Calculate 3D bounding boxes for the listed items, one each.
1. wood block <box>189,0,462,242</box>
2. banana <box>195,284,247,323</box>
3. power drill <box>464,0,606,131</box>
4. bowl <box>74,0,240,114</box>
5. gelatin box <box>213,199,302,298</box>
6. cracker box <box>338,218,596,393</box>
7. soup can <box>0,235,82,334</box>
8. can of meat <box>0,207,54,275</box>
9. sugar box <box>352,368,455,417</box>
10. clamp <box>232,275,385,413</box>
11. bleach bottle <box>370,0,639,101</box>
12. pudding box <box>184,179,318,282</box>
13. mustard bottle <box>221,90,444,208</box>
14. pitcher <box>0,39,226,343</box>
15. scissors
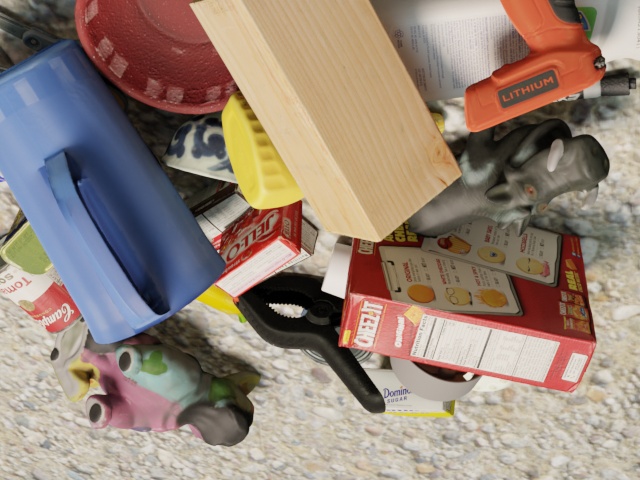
[{"bbox_3d":[0.005,-0.112,0.789,0.206,0.090,0.090,58,160,-20],"label":"wood block"},{"bbox_3d":[-0.158,0.041,1.127,0.197,0.037,0.070,23,136,-13],"label":"banana"},{"bbox_3d":[0.108,-0.176,0.755,0.185,0.057,0.187,-19,98,21],"label":"power drill"},{"bbox_3d":[-0.113,-0.181,0.863,0.162,0.055,0.162,6,138,6],"label":"bowl"},{"bbox_3d":[-0.056,0.001,0.979,0.089,0.073,0.030,-35,122,29],"label":"gelatin box"},{"bbox_3d":[0.131,0.045,0.968,0.213,0.164,0.072,11,125,0],"label":"cracker box"},{"bbox_3d":[-0.301,0.044,1.139,0.069,0.068,0.102,-20,128,30],"label":"soup can"},{"bbox_3d":[-0.263,-0.024,1.045,0.057,0.084,0.102,34,133,-22],"label":"can of meat"},{"bbox_3d":[0.092,0.164,1.136,0.093,0.048,0.176,1,172,12],"label":"sugar box"},{"bbox_3d":[0.002,0.089,1.073,0.210,0.164,0.036,14,132,12],"label":"clamp"},{"bbox_3d":[0.161,-0.158,0.824,0.251,0.068,0.102,-2,135,12],"label":"bleach bottle"},{"bbox_3d":[-0.072,-0.011,1.051,0.090,0.039,0.113,-28,126,34],"label":"pudding box"},{"bbox_3d":[0.020,-0.087,0.890,0.191,0.096,0.058,-11,160,-25],"label":"mustard bottle"},{"bbox_3d":[-0.193,-0.040,0.901,0.149,0.144,0.243,-12,113,47],"label":"pitcher"},{"bbox_3d":[-0.246,-0.162,0.943,0.201,0.016,0.096,16,138,-4],"label":"scissors"}]
